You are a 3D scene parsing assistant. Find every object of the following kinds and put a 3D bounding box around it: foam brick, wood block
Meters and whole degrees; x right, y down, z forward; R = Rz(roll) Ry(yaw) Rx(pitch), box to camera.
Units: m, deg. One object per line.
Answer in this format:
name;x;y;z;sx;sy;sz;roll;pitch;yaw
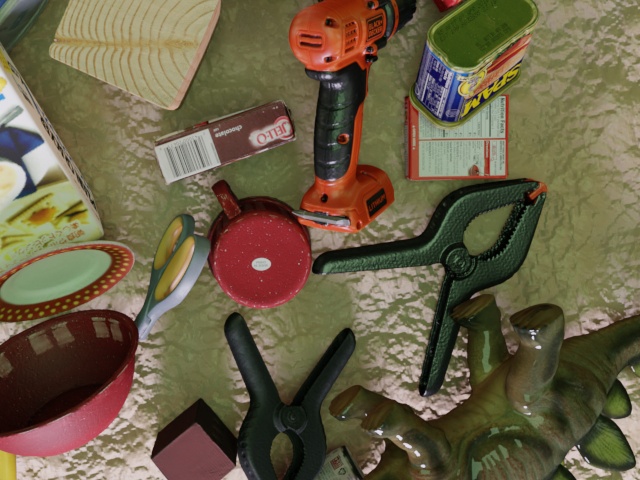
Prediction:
foam brick;-0.107;0.178;0.912;0.051;0.078;0.053;-39;98;2
wood block;-0.133;-0.155;0.806;0.090;0.206;0.090;24;94;-8

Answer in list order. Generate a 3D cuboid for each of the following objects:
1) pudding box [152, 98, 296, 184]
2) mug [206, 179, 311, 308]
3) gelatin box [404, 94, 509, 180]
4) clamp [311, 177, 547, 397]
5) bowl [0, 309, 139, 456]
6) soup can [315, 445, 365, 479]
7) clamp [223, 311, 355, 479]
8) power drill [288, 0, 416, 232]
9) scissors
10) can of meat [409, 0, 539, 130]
pudding box;-0.078;-0.082;0.878;0.113;0.090;0.039;-18;96;-2
mug;-0.056;0.001;0.894;0.093;0.081;0.117;-28;98;-1
gelatin box;0.118;-0.089;0.925;0.089;0.030;0.073;-1;95;-5
clamp;0.119;0.027;0.935;0.210;0.036;0.164;-35;106;-3
bowl;-0.213;0.124;0.865;0.162;0.162;0.055;-22;118;-2
soup can;-0.005;0.233;0.933;0.102;0.068;0.068;-31;98;-2
clamp;-0.021;0.145;0.909;0.120;0.039;0.171;0;82;-19
power drill;0.029;-0.113;0.867;0.057;0.184;0.188;10;114;25
scissors;-0.151;0.056;0.917;0.016;0.096;0.202;23;125;-26
can of meat;0.126;-0.152;0.873;0.102;0.084;0.057;-38;72;-19
